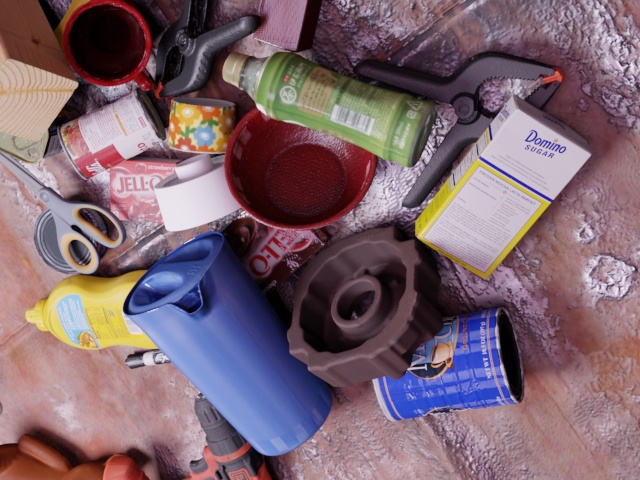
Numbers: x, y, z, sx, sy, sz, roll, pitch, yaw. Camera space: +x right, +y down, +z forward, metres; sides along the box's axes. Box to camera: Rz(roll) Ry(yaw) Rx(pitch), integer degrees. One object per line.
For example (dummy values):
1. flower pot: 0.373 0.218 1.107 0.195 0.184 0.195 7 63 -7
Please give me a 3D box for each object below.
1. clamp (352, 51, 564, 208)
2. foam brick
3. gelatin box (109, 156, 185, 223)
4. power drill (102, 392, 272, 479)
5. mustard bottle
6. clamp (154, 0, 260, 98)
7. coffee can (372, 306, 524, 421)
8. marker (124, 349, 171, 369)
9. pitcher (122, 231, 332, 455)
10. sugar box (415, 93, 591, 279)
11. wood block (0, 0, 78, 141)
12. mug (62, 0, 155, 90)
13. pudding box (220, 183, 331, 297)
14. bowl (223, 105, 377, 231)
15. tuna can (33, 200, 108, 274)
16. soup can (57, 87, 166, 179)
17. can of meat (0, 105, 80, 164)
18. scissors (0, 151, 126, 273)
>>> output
1. clamp: 0.149 -0.126 1.099 0.210 0.036 0.164 -10 102 20
2. foam brick: -0.032 -0.243 1.122 0.051 0.053 0.078 18 108 13
3. gelatin box: -0.201 -0.059 1.238 0.089 0.030 0.073 5 105 17
4. power drill: -0.160 0.272 1.270 0.188 0.057 0.184 -19 111 16
5. mustard bottle: -0.269 0.086 1.281 0.192 0.058 0.096 -4 123 20
6. clamp: -0.138 -0.228 1.157 0.172 0.039 0.120 -41 62 37
7. coffee can: 0.135 0.132 1.136 0.140 0.102 0.103 -12 100 21
8. marker: -0.183 0.139 1.289 0.121 0.020 0.020 -11 100 21
9. pitcher: -0.096 0.116 1.180 0.145 0.149 0.242 -19 117 36
10. sugar box: 0.182 -0.052 1.084 0.093 0.048 0.176 30 116 -13
11. wood block: -0.353 -0.217 1.162 0.090 0.090 0.206 -48 53 23
12. mug: -0.221 -0.213 1.163 0.093 0.081 0.117 -40 110 8
13. pudding box: -0.058 0.001 1.201 0.114 0.039 0.090 -42 89 23
14. bowl: -0.019 -0.076 1.136 0.162 0.055 0.162 -2 69 6
15. tuna can: -0.299 -0.005 1.283 0.086 0.033 0.086 5 105 17
16. soup can: -0.233 -0.121 1.199 0.102 0.068 0.068 -26 95 4
17. can of meat: -0.339 -0.135 1.235 0.102 0.083 0.057 24 110 11
18. scissors: -0.320 -0.032 1.254 0.202 0.016 0.096 26 111 11
